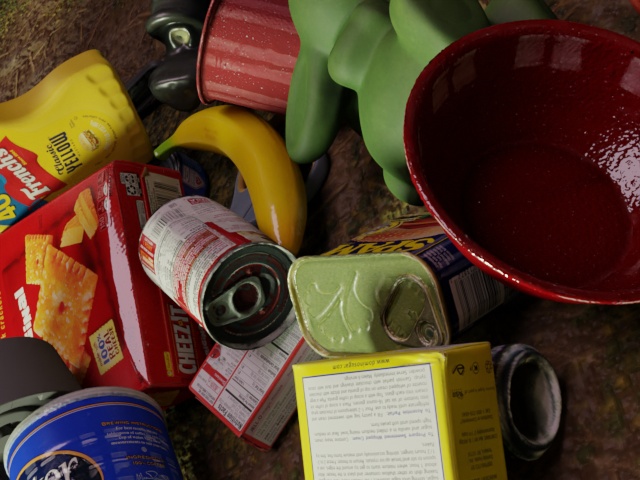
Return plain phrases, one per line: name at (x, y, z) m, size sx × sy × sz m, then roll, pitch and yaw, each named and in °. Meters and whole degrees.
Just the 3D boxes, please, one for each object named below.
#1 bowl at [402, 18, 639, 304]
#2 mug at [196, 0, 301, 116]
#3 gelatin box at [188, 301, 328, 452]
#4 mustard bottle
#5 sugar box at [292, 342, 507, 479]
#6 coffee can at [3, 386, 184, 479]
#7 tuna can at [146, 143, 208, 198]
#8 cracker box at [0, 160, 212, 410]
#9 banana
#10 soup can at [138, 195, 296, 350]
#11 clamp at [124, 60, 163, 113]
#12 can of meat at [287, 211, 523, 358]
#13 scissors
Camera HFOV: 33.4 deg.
bowl at (0.114, -0.028, 0.506) m, size 0.055 × 0.162 × 0.162 m, roll 101°, pitch 171°, yaw -57°
mug at (-0.029, -0.128, 0.740) m, size 0.081 × 0.117 × 0.093 m, roll 15°, pitch 89°, yaw 8°
gelatin box at (-0.035, 0.076, 0.667) m, size 0.089 × 0.030 × 0.073 m, roll -58°, pitch 37°, yaw -3°
mustard bottle at (-0.228, -0.060, 0.801) m, size 0.191 × 0.096 × 0.058 m, roll -29°, pitch 39°, yaw -10°
sugar box at (0.041, 0.138, 0.482) m, size 0.094 × 0.048 × 0.176 m, roll -12°, pitch 83°, yaw 44°
coffee can at (-0.123, 0.172, 0.632) m, size 0.103 × 0.102 × 0.140 m, roll -45°, pitch 47°, yaw 18°
tuna can at (-0.127, -0.031, 0.839) m, size 0.086 × 0.033 × 0.086 m, roll -28°, pitch 48°, yaw 35°
cracker box at (-0.180, 0.059, 0.775) m, size 0.214 × 0.071 × 0.164 m, roll -26°, pitch 67°, yaw 35°
banana at (-0.052, -0.052, 0.741) m, size 0.198 × 0.037 × 0.070 m, roll 38°, pitch 104°, yaw 51°
soup can at (-0.064, 0.017, 0.659) m, size 0.068 × 0.068 × 0.102 m, roll -59°, pitch 37°, yaw 1°
clamp at (-0.195, -0.090, 0.952) m, size 0.172 × 0.039 × 0.120 m, roll -11°, pitch 53°, yaw 51°
can of meat at (0.049, 0.021, 0.557) m, size 0.102 × 0.083 × 0.057 m, roll -4°, pitch 106°, yaw 47°
scissors at (-0.055, 0.001, 0.752) m, size 0.096 × 0.016 × 0.202 m, roll 17°, pitch 80°, yaw 52°
